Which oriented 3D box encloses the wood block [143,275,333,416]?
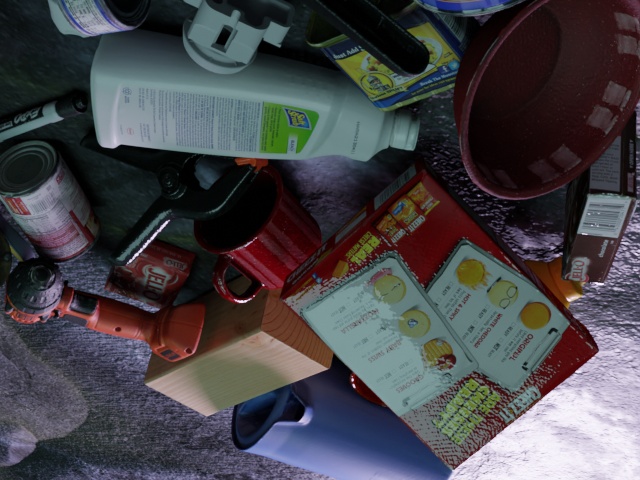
[{"bbox_3d":[-0.083,0.104,1.112,0.090,0.090,0.207,34,140,-27],"label":"wood block"}]

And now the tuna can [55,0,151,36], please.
[{"bbox_3d":[-0.149,-0.185,0.732,0.034,0.086,0.086,-3,142,20],"label":"tuna can"}]

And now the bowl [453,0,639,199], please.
[{"bbox_3d":[0.146,-0.110,0.723,0.161,0.055,0.162,-18,131,-23],"label":"bowl"}]

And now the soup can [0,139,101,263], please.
[{"bbox_3d":[-0.255,-0.035,0.993,0.069,0.068,0.102,1,143,17],"label":"soup can"}]

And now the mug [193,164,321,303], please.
[{"bbox_3d":[-0.056,0.001,0.941,0.093,0.117,0.081,6,153,39],"label":"mug"}]

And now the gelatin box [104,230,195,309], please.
[{"bbox_3d":[-0.176,0.033,1.095,0.073,0.030,0.089,21,145,-12],"label":"gelatin box"}]

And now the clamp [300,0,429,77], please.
[{"bbox_3d":[-0.030,-0.191,0.653,0.210,0.036,0.164,28,157,26],"label":"clamp"}]

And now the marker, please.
[{"bbox_3d":[-0.249,-0.107,0.933,0.121,0.020,0.020,-12,138,32],"label":"marker"}]

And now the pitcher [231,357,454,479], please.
[{"bbox_3d":[0.028,0.204,1.199,0.242,0.149,0.145,25,129,-22],"label":"pitcher"}]

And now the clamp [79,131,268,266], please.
[{"bbox_3d":[-0.131,-0.060,0.921,0.172,0.039,0.120,-22,94,18],"label":"clamp"}]

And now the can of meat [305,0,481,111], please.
[{"bbox_3d":[0.056,-0.143,0.747,0.102,0.057,0.083,-16,138,36],"label":"can of meat"}]

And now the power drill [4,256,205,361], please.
[{"bbox_3d":[-0.210,0.064,1.031,0.187,0.057,0.185,18,166,-16],"label":"power drill"}]

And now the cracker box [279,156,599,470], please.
[{"bbox_3d":[0.097,0.061,0.898,0.164,0.072,0.213,-43,100,14],"label":"cracker box"}]

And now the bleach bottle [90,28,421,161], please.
[{"bbox_3d":[-0.049,-0.101,0.838,0.251,0.068,0.103,10,146,1],"label":"bleach bottle"}]

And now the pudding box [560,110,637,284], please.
[{"bbox_3d":[0.213,-0.033,0.819,0.039,0.090,0.113,8,144,4],"label":"pudding box"}]

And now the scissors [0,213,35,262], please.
[{"bbox_3d":[-0.297,-0.017,0.999,0.096,0.016,0.202,48,162,-13],"label":"scissors"}]
